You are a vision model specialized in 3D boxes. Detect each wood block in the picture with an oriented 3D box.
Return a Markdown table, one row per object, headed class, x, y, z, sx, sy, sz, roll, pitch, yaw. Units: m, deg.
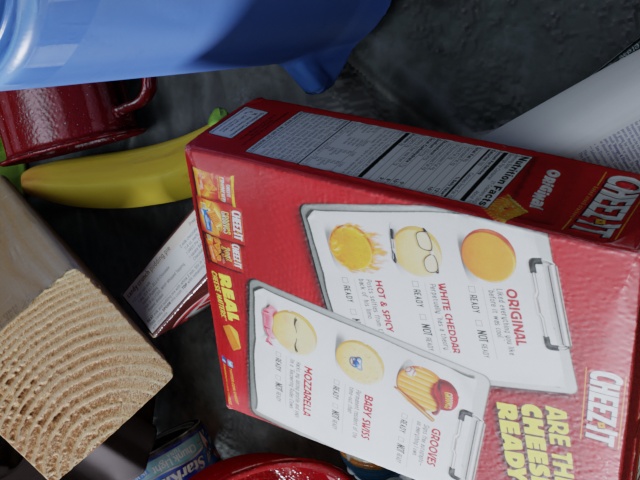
| class | x | y | z | sx | sy | sz | roll | pitch | yaw |
| --- | --- | --- | --- | --- | --- | --- | --- | --- | --- |
| wood block | -0.177 | 0.042 | 0.643 | 0.090 | 0.090 | 0.206 | 53 | 170 | -29 |

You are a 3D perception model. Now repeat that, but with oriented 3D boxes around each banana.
| class | x | y | z | sx | sy | sz | roll | pitch | yaw |
| --- | --- | --- | --- | --- | --- | --- | --- | --- | --- |
| banana | -0.103 | -0.049 | 0.660 | 0.198 | 0.069 | 0.037 | -13 | 58 | 40 |

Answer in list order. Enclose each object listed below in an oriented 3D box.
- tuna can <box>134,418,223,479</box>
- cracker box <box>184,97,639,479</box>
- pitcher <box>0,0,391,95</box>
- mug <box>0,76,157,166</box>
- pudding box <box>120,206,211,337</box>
| class | x | y | z | sx | sy | sz | roll | pitch | yaw |
| --- | --- | --- | --- | --- | --- | --- | --- | --- | --- |
| tuna can | -0.111 | 0.154 | 0.719 | 0.086 | 0.086 | 0.034 | -26 | 91 | 34 |
| cracker box | 0.049 | 0.032 | 0.502 | 0.214 | 0.072 | 0.164 | 15 | 128 | 28 |
| pitcher | -0.080 | -0.148 | 0.502 | 0.149 | 0.242 | 0.145 | 41 | 124 | 20 |
| mug | -0.153 | -0.098 | 0.658 | 0.117 | 0.093 | 0.081 | -11 | 96 | 28 |
| pudding box | -0.054 | 0.001 | 0.630 | 0.039 | 0.089 | 0.114 | 47 | 123 | 9 |
